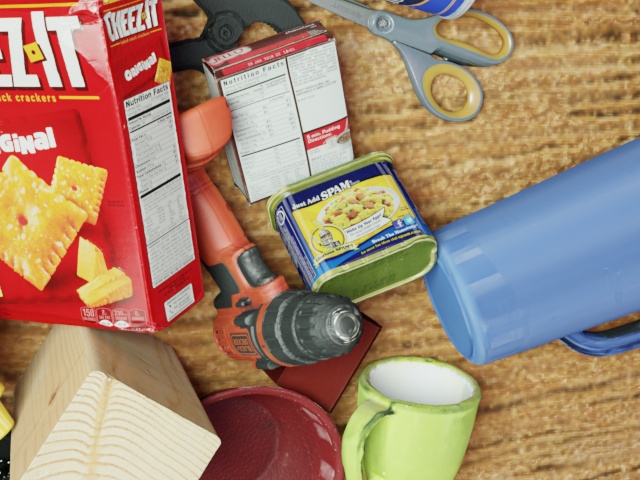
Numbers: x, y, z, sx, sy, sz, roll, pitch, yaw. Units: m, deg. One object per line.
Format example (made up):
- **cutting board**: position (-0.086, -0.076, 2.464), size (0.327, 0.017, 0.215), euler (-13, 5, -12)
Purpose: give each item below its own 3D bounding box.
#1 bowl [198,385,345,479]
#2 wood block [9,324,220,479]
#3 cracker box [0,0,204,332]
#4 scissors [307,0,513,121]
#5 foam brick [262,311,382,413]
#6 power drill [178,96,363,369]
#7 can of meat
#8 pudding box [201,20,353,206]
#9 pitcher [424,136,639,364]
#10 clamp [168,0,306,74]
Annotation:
- **bowl**: position (-0.065, 0.169, 0.796), size (0.162, 0.055, 0.162), euler (-8, 113, -19)
- **wood block**: position (-0.141, 0.113, 0.697), size (0.090, 0.206, 0.091), euler (33, 90, -18)
- **cracker box**: position (-0.172, -0.053, 0.673), size (0.164, 0.072, 0.214), euler (4, 114, 24)
- **scissors**: position (0.051, -0.143, 0.807), size (0.201, 0.016, 0.096), euler (4, 98, -16)
- **foam brick**: position (0.000, 0.082, 0.811), size (0.051, 0.053, 0.078), euler (31, 90, -18)
- **power drill**: position (-0.055, 0.001, 0.725), size (0.057, 0.185, 0.187), euler (-29, 97, -28)
- **can of meat**: position (0.024, -0.005, 0.776), size (0.102, 0.084, 0.057), euler (-22, 148, -9)
- **pudding box**: position (-0.027, -0.090, 0.761), size (0.090, 0.039, 0.113), euler (-20, 128, -11)
- **pitcher**: position (0.208, 0.013, 0.822), size (0.242, 0.145, 0.149), euler (-21, 73, -7)
- **clamp**: position (-0.080, -0.142, 0.760), size (0.171, 0.039, 0.120), euler (24, 103, -20)
